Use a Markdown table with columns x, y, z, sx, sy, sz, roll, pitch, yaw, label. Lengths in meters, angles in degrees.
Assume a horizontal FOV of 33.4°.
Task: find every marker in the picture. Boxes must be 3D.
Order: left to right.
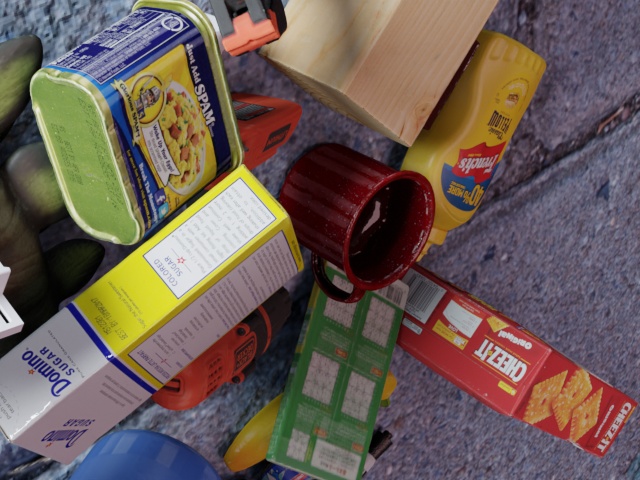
| x | y | z | sx | sy | sz | roll | pitch | yaw | label |
| --- | --- | --- | --- | --- | --- | --- | --- | --- | --- |
| 0.024 | 0.223 | 0.989 | 0.121 | 0.020 | 0.020 | -46 | 139 | -16 | marker |

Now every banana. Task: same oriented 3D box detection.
| x | y | z | sx | sy | sz | roll | pitch | yaw | label |
| --- | --- | --- | --- | --- | --- | --- | --- | --- | --- |
| 0.004 | 0.141 | 0.901 | 0.197 | 0.037 | 0.070 | -12 | 122 | -42 | banana |

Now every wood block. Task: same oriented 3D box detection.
| x | y | z | sx | sy | sz | roll | pitch | yaw | label |
| --- | --- | --- | --- | --- | --- | --- | --- | --- | --- |
| 0.062 | -0.182 | 0.717 | 0.090 | 0.090 | 0.206 | 30 | 91 | -51 | wood block |

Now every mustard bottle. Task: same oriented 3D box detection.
| x | y | z | sx | sy | sz | roll | pitch | yaw | label |
| --- | --- | --- | --- | --- | --- | --- | --- | --- | --- |
| 0.111 | -0.072 | 0.863 | 0.096 | 0.058 | 0.192 | 13 | 104 | -55 | mustard bottle |

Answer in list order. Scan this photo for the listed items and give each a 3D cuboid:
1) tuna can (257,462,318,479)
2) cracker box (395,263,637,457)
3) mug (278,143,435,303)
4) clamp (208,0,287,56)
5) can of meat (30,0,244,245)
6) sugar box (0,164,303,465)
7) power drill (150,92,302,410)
| x | y | z | sx | sy | sz | roll | pitch | yaw | label |
| --- | --- | --- | --- | --- | --- | --- | --- | --- | --- |
| -0.010 | 0.194 | 0.896 | 0.086 | 0.034 | 0.086 | -31 | 158 | -14 | tuna can |
| 0.167 | 0.111 | 0.954 | 0.213 | 0.164 | 0.072 | 31 | 91 | -51 | cracker box |
| 0.021 | -0.011 | 0.788 | 0.093 | 0.082 | 0.117 | -12 | 121 | -42 | mug |
| -0.044 | -0.158 | 0.586 | 0.039 | 0.171 | 0.120 | -23 | 148 | 18 | clamp |
| -0.092 | -0.060 | 0.544 | 0.083 | 0.058 | 0.102 | -45 | 136 | -39 | can of meat |
| -0.091 | 0.043 | 0.569 | 0.176 | 0.048 | 0.093 | -37 | 162 | -8 | sugar box |
| -0.055 | 0.001 | 0.706 | 0.184 | 0.057 | 0.188 | -40 | 138 | -67 | power drill |
